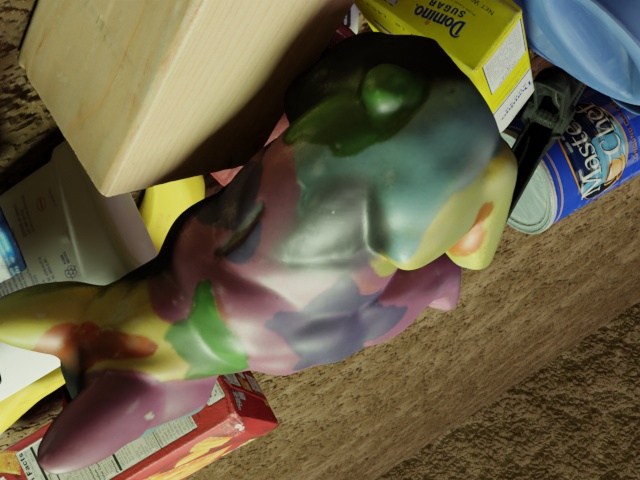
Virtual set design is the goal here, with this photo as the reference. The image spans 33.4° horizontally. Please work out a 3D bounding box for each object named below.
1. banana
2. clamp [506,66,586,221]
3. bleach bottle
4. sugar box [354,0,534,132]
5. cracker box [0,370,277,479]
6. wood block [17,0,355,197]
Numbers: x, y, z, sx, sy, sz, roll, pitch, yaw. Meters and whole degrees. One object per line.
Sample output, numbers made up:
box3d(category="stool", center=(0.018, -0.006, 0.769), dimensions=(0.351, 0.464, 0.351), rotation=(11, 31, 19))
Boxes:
box3d(category="banana", center=(-0.120, -0.002, 0.684), dimensions=(0.069, 0.037, 0.198), rotation=(9, 136, -27))
box3d(category="clamp", center=(0.179, -0.092, 0.864), dimensions=(0.209, 0.036, 0.165), rotation=(-45, 161, -54))
box3d(category="bleach bottle", center=(-0.210, 0.051, 0.582), dimensions=(0.251, 0.103, 0.068), rotation=(-31, 152, 6))
box3d(category="sugar box", center=(0.071, -0.115, 0.609), dimensions=(0.048, 0.093, 0.176), rotation=(-52, 166, 2))
box3d(category="cracker box", center=(-0.147, 0.161, 0.792), dimensions=(0.213, 0.072, 0.164), rotation=(-31, 166, 0))
box3d(category="wood block", center=(-0.041, -0.123, 0.438), dimensions=(0.090, 0.090, 0.206), rotation=(-18, 155, -42))
